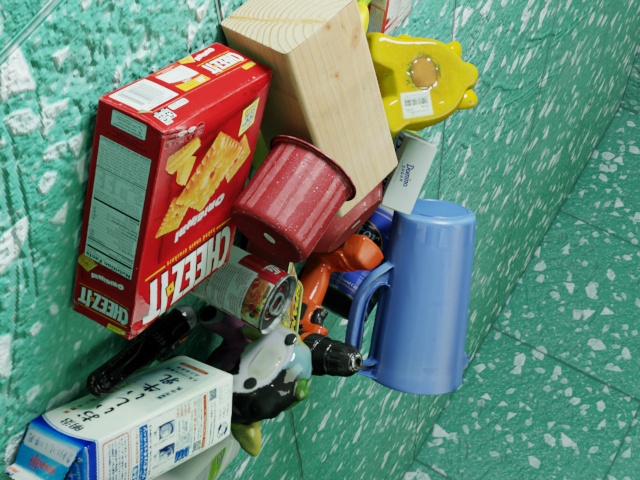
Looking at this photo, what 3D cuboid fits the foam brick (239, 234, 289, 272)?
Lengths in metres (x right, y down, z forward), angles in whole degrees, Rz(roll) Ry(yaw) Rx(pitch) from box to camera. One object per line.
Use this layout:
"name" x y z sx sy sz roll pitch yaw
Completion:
"foam brick" -0.058 0.001 1.162 0.053 0.051 0.078 -114 -145 -68

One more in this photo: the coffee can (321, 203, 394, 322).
"coffee can" 0.055 0.029 1.480 0.140 0.103 0.103 -57 161 -20

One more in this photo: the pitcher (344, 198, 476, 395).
"pitcher" 0.128 0.073 1.410 0.149 0.145 0.243 -30 129 -62

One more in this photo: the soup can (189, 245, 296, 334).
"soup can" -0.085 0.044 1.106 0.068 0.102 0.068 -53 159 -30

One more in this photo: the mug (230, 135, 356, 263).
"mug" -0.033 -0.034 0.969 0.081 0.093 0.117 -56 -158 -18

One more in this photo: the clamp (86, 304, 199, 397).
"clamp" -0.149 0.091 1.027 0.120 0.039 0.171 -32 -177 14

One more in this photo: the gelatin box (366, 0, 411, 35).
"gelatin box" 0.080 -0.283 1.230 0.073 0.030 0.089 -51 161 -35

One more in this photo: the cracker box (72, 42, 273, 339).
"cracker box" -0.126 -0.043 0.917 0.164 0.072 0.214 -40 152 -51

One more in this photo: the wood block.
"wood block" -0.006 -0.132 0.998 0.090 0.091 0.206 -43 141 -21

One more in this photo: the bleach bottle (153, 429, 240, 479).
"bleach bottle" -0.164 0.288 1.299 0.250 0.068 0.103 -32 146 -63

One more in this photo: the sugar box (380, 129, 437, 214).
"sugar box" 0.096 -0.100 1.382 0.176 0.048 0.093 -113 -136 -75

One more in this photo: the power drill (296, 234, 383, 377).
"power drill" 0.005 0.080 1.324 0.057 0.185 0.187 50 59 -40

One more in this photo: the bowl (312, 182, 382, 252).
"bowl" 0.023 -0.036 1.289 0.162 0.055 0.162 -44 173 -7
